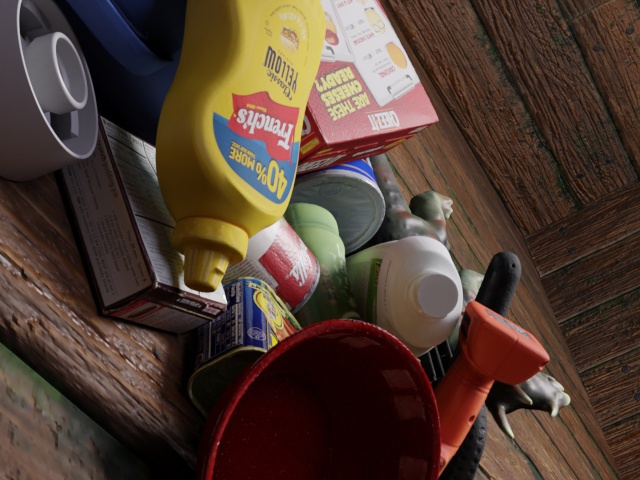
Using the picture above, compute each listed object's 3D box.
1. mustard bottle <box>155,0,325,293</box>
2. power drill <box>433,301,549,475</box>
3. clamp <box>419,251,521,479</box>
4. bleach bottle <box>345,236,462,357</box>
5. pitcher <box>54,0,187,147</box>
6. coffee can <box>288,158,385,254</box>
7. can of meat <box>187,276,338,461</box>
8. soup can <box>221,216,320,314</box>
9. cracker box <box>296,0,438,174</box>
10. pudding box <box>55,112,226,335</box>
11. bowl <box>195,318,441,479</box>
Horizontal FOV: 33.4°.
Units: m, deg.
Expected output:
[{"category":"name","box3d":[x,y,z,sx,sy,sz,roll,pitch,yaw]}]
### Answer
[{"category":"mustard bottle","box3d":[-0.048,-0.063,0.600,0.096,0.058,0.191,37,58,-52]},{"category":"power drill","box3d":[0.078,0.137,0.711,0.057,0.188,0.184,32,7,0]},{"category":"clamp","box3d":[0.108,0.117,0.839,0.036,0.165,0.210,15,61,-14]},{"category":"bleach bottle","box3d":[0.059,0.051,0.805,0.251,0.068,0.102,154,-64,-82]},{"category":"pitcher","box3d":[-0.124,-0.161,0.643,0.149,0.145,0.242,-57,133,-27]},{"category":"coffee can","box3d":[-0.010,-0.067,0.924,0.102,0.103,0.140,48,20,-46]},{"category":"can of meat","box3d":[-0.035,0.083,0.652,0.102,0.057,0.084,55,14,-28]},{"category":"soup can","box3d":[-0.055,0.001,0.709,0.102,0.068,0.068,52,18,-35]},{"category":"cracker box","box3d":[-0.019,-0.162,0.821,0.163,0.072,0.214,-18,81,-53]},{"category":"pudding box","box3d":[-0.103,-0.008,0.610,0.113,0.039,0.090,66,15,20]},{"category":"bowl","box3d":[-0.010,0.119,0.575,0.055,0.162,0.162,7,-41,51]}]
